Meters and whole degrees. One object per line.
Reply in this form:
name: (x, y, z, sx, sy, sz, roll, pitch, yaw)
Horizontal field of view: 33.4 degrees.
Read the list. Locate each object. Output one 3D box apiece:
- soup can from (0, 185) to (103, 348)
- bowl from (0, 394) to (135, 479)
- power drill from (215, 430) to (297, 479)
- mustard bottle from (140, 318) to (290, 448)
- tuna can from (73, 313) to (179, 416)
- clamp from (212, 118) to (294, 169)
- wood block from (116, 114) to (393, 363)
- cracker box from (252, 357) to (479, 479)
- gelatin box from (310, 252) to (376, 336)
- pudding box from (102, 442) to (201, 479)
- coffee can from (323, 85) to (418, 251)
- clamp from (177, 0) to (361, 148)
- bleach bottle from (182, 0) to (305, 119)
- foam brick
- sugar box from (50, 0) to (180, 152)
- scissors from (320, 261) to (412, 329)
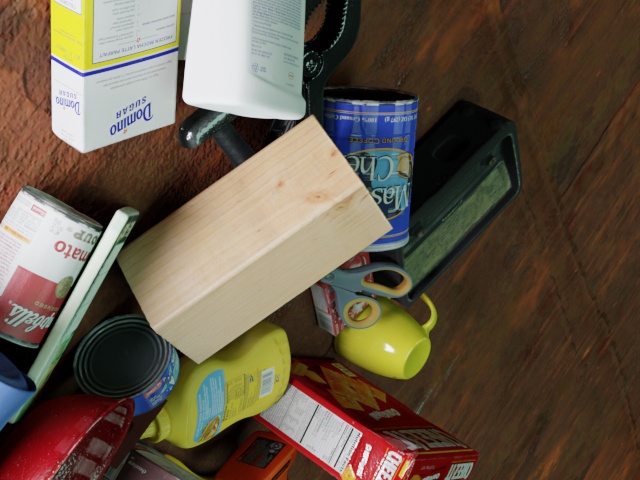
soup can: (-0.214, 0.019, 0.790, 0.102, 0.069, 0.068, -61, 148, -1)
bowl: (-0.215, 0.177, 0.837, 0.162, 0.055, 0.162, -56, 172, -13)
power drill: (-0.072, 0.315, 1.146, 0.184, 0.057, 0.188, -44, 140, -55)
mustard bottle: (-0.112, 0.150, 1.044, 0.191, 0.058, 0.096, -23, 131, -45)
tuna can: (-0.165, 0.107, 0.912, 0.086, 0.086, 0.034, -46, 147, -22)
clamp: (-0.044, -0.076, 0.979, 0.120, 0.039, 0.171, -31, 138, -23)
wood block: (-0.056, 0.001, 0.906, 0.206, 0.090, 0.090, -35, 147, 3)
cracker box: (0.044, 0.204, 1.158, 0.164, 0.214, 0.072, 13, 104, -57)
gelatin box: (0.026, 0.052, 1.188, 0.073, 0.030, 0.089, -43, 144, -26)
pudding box: (-0.153, 0.222, 0.992, 0.039, 0.114, 0.090, -60, 148, -8)
coffee can: (0.037, -0.070, 1.013, 0.102, 0.103, 0.140, -15, 114, -49)
clamp: (-0.027, -0.149, 0.892, 0.164, 0.036, 0.210, 3, 115, -46)
bleach bottle: (-0.046, -0.221, 0.799, 0.102, 0.068, 0.251, 2, 94, -59)
foam brick: (-0.187, 0.153, 0.948, 0.078, 0.051, 0.053, -54, 147, -11)
sugar box: (-0.146, -0.159, 0.767, 0.093, 0.048, 0.176, -26, 138, -43)
scissors: (0.006, 0.051, 1.122, 0.201, 0.016, 0.096, 6, 123, -30)
